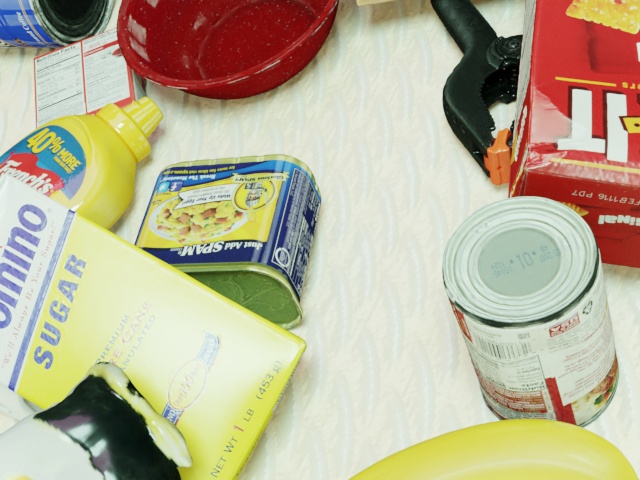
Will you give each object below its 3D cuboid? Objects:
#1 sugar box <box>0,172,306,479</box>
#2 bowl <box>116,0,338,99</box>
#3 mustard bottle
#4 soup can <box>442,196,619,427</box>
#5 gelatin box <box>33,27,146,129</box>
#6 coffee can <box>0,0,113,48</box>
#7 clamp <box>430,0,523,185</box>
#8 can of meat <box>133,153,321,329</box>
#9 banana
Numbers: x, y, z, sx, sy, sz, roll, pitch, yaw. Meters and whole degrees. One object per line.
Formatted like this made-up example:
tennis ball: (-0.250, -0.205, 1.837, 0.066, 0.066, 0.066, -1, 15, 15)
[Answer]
sugar box: (-0.104, 0.049, 0.530, 0.176, 0.048, 0.093, 28, 81, 4)
bowl: (-0.051, -0.148, 0.707, 0.162, 0.055, 0.162, -11, 55, 16)
mustard bottle: (-0.174, -0.023, 0.661, 0.191, 0.058, 0.096, -42, 47, -13)
soup can: (0.097, 0.036, 0.485, 0.068, 0.102, 0.068, -10, 52, 13)
gelatin box: (-0.157, -0.101, 0.733, 0.073, 0.030, 0.089, -20, 50, 7)
coffee can: (-0.239, -0.193, 0.785, 0.140, 0.102, 0.102, 5, 56, 23)
clamp: (0.124, -0.106, 0.626, 0.120, 0.039, 0.171, -10, 51, 17)
can of meat: (-0.054, 0.001, 0.599, 0.102, 0.057, 0.084, -2, 52, 19)
banana: (0.055, 0.121, 0.479, 0.198, 0.037, 0.069, -17, 50, 8)
